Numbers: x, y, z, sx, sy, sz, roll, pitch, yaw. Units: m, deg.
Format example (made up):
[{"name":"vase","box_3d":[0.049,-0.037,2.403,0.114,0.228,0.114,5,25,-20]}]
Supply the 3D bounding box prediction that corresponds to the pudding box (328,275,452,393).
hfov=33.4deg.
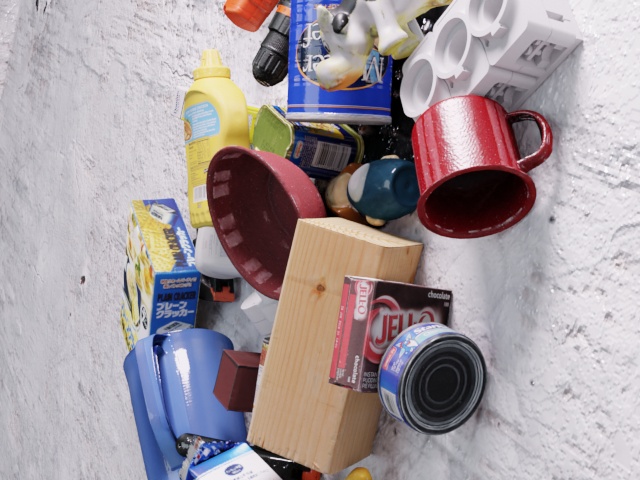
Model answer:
[{"name":"pudding box","box_3d":[0.059,0.079,0.883,0.039,0.113,0.090,10,90,39]}]

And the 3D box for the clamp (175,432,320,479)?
[{"name":"clamp","box_3d":[-0.052,0.223,1.093,0.172,0.120,0.039,9,94,41]}]

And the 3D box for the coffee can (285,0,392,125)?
[{"name":"coffee can","box_3d":[0.020,-0.183,1.026,0.103,0.102,0.140,11,100,62]}]

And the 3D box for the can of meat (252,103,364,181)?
[{"name":"can of meat","box_3d":[-0.016,-0.100,1.108,0.102,0.083,0.057,47,123,56]}]

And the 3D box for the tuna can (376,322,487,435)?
[{"name":"tuna can","box_3d":[0.090,0.110,0.847,0.034,0.086,0.086,22,102,60]}]

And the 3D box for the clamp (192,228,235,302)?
[{"name":"clamp","box_3d":[-0.146,0.002,1.371,0.210,0.036,0.165,-126,46,-55]}]

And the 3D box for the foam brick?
[{"name":"foam brick","box_3d":[-0.067,0.151,1.139,0.053,0.078,0.051,31,110,63]}]

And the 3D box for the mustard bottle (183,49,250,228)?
[{"name":"mustard bottle","box_3d":[-0.113,-0.111,1.157,0.096,0.058,0.191,-8,86,57]}]

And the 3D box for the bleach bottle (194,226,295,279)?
[{"name":"bleach bottle","box_3d":[-0.058,0.001,1.183,0.251,0.068,0.102,6,88,60]}]

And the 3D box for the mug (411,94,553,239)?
[{"name":"mug","box_3d":[0.126,-0.065,0.839,0.117,0.093,0.081,-26,50,26]}]

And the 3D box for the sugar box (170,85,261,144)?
[{"name":"sugar box","box_3d":[-0.110,-0.149,1.292,0.176,0.093,0.048,25,104,62]}]

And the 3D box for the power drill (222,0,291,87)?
[{"name":"power drill","box_3d":[-0.044,-0.264,1.199,0.184,0.057,0.188,-57,31,0]}]

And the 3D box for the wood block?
[{"name":"wood block","box_3d":[0.013,0.091,0.958,0.091,0.090,0.206,18,100,26]}]

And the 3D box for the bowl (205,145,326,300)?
[{"name":"bowl","box_3d":[-0.043,-0.025,1.041,0.162,0.055,0.162,34,137,38]}]

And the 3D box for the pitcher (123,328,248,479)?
[{"name":"pitcher","box_3d":[-0.146,0.226,1.201,0.145,0.149,0.243,-53,42,42]}]
